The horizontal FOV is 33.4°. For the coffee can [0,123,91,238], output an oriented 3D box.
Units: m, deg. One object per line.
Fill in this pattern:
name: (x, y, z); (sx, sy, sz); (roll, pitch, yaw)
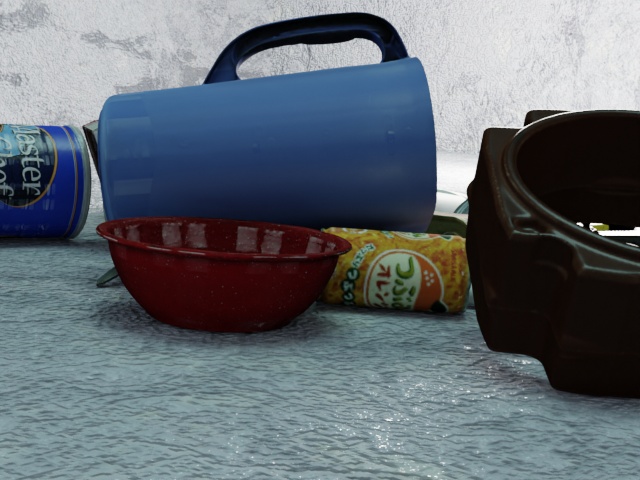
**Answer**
coffee can: (-0.283, -0.052, 0.925); (0.140, 0.103, 0.103); (-1, 9, -32)

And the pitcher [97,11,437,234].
pitcher: (-0.038, -0.073, 0.797); (0.242, 0.145, 0.149); (-4, 38, -3)

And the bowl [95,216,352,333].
bowl: (-0.062, 0.022, 0.678); (0.162, 0.055, 0.162); (4, 8, -1)
